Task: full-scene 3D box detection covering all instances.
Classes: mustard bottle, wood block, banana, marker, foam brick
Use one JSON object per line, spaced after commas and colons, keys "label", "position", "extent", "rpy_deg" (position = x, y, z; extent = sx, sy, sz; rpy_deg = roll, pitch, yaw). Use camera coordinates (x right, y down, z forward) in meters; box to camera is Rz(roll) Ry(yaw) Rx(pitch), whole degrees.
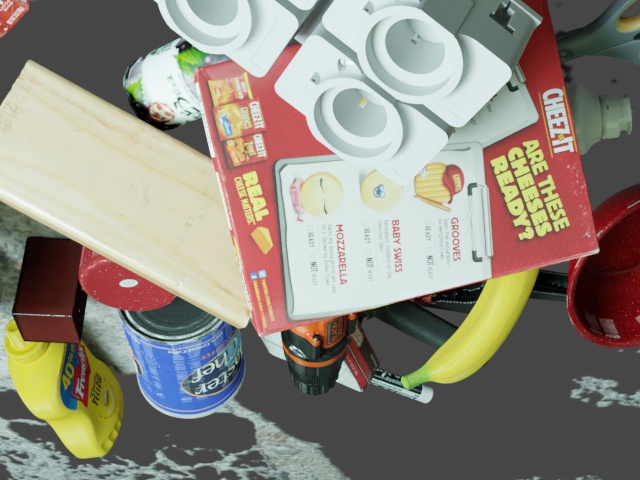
{"label": "mustard bottle", "position": [-0.253, 0.131, 1.034], "extent": [0.058, 0.096, 0.191], "rpy_deg": [-7, 144, 13]}
{"label": "wood block", "position": [-0.123, -0.027, 0.730], "extent": [0.206, 0.090, 0.091], "rpy_deg": [29, 172, -4]}
{"label": "banana", "position": [0.139, 0.051, 0.871], "extent": [0.069, 0.037, 0.198], "rpy_deg": [-2, 128, -45]}
{"label": "marker", "position": [0.065, 0.143, 1.105], "extent": [0.121, 0.020, 0.020], "rpy_deg": [23, 140, -27]}
{"label": "foam brick", "position": [-0.231, 0.044, 0.926], "extent": [0.051, 0.078, 0.053], "rpy_deg": [2, 147, -1]}

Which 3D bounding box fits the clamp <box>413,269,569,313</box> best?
{"label": "clamp", "position": [0.156, 0.022, 0.913], "extent": [0.172, 0.039, 0.120], "rpy_deg": [-9, 132, 18]}

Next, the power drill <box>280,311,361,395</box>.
{"label": "power drill", "position": [0.048, 0.028, 0.818], "extent": [0.187, 0.057, 0.184], "rpy_deg": [-36, 154, -22]}

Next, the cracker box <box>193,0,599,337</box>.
{"label": "cracker box", "position": [0.044, -0.048, 0.656], "extent": [0.213, 0.164, 0.072], "rpy_deg": [-14, -174, -5]}

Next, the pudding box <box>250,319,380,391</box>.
{"label": "pudding box", "position": [-0.009, 0.085, 0.968], "extent": [0.114, 0.039, 0.090], "rpy_deg": [18, 153, 29]}

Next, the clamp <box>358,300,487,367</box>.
{"label": "clamp", "position": [0.032, 0.052, 0.946], "extent": [0.165, 0.036, 0.209], "rpy_deg": [-7, 140, 46]}

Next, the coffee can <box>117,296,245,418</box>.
{"label": "coffee can", "position": [-0.122, 0.082, 0.953], "extent": [0.103, 0.103, 0.140], "rpy_deg": [1, 145, 1]}

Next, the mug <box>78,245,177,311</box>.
{"label": "mug", "position": [-0.140, 0.008, 0.867], "extent": [0.117, 0.081, 0.093], "rpy_deg": [28, 137, -32]}
